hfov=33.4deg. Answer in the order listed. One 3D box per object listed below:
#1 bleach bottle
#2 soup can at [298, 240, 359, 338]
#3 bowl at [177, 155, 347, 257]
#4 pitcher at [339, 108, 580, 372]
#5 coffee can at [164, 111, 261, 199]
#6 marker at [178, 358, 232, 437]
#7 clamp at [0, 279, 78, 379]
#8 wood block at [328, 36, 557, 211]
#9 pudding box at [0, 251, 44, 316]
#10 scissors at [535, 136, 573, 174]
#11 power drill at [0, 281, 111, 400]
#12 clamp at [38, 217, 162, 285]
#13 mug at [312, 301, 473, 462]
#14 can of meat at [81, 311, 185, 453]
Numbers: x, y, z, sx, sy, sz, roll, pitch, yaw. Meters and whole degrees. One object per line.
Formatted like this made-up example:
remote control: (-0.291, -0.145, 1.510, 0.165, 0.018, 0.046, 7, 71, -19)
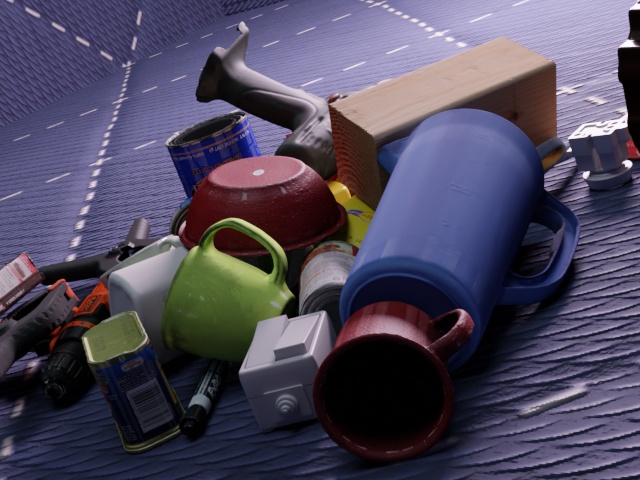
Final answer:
bleach bottle: (-0.078, 0.037, 1.032, 0.250, 0.102, 0.068, -22, 36, -32)
soup can: (0.015, 0.049, 0.917, 0.068, 0.068, 0.102, -19, 19, 5)
bowl: (-0.057, -0.039, 1.001, 0.162, 0.055, 0.162, -5, 22, 2)
pitcher: (0.109, 0.003, 0.867, 0.149, 0.145, 0.242, -20, 22, 30)
coffee can: (-0.111, -0.069, 1.265, 0.103, 0.140, 0.103, -18, 18, 6)
marker: (-0.095, 0.126, 0.890, 0.020, 0.020, 0.121, -15, 19, 14)
clamp: (-0.304, 0.099, 1.013, 0.120, 0.039, 0.171, -7, 26, 36)
wood block: (0.122, -0.114, 1.043, 0.205, 0.091, 0.090, -23, 37, -19)
pudding box: (-0.339, 0.065, 1.058, 0.114, 0.039, 0.089, -28, 13, 36)
scissors: (0.236, -0.077, 1.103, 0.096, 0.016, 0.201, -47, -16, 23)
power drill: (-0.292, 0.113, 1.082, 0.188, 0.057, 0.184, -12, 23, 18)
clamp: (-0.236, 0.018, 1.316, 0.164, 0.036, 0.210, -35, 25, -35)
mug: (0.055, 0.084, 0.729, 0.117, 0.093, 0.081, -40, 8, 18)
can of meat: (-0.156, 0.115, 0.886, 0.057, 0.084, 0.102, -24, 19, -11)
